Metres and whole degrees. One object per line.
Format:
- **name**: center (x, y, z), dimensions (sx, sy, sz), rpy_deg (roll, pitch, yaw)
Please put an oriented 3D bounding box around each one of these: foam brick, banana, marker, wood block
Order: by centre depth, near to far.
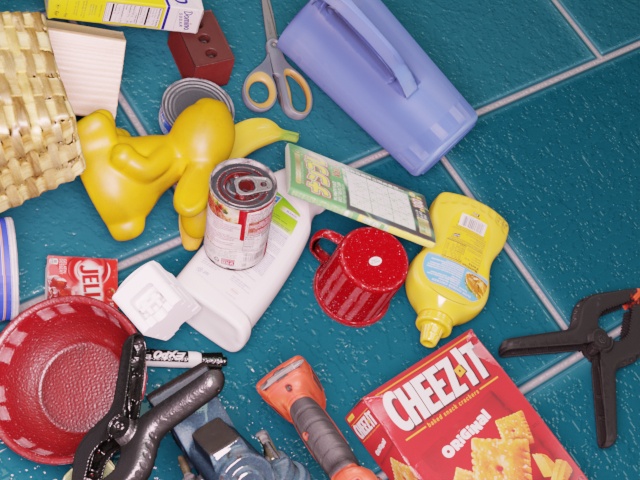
- **marker**: center (-0.156, 0.122, 1.102), dimensions (0.121, 0.020, 0.020), rpy_deg (5, 60, -16)
- **wood block**: center (-0.323, -0.195, 1.164), dimensions (0.206, 0.091, 0.090), rpy_deg (6, 16, -15)
- **banana**: center (-0.107, -0.077, 1.205), dimensions (0.069, 0.037, 0.197), rpy_deg (38, 68, 8)
- **foam brick**: center (-0.144, -0.228, 1.283), dimensions (0.052, 0.051, 0.078), rpy_deg (-17, 69, -26)

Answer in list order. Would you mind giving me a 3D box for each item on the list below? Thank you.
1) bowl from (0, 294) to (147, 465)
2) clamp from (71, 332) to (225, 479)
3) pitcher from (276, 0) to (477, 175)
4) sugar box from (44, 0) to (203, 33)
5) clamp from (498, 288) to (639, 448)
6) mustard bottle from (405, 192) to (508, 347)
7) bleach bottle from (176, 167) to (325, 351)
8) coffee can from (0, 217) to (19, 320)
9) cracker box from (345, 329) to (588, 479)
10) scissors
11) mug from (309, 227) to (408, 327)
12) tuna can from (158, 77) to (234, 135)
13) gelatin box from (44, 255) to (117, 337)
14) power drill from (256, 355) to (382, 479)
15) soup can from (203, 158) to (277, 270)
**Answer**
- **bowl**: center (-0.237, 0.136, 1.025), dimensions (0.162, 0.055, 0.162), rpy_deg (-3, 72, 8)
- **clamp**: center (-0.171, 0.161, 0.941), dimensions (0.120, 0.039, 0.171), rpy_deg (26, 73, 45)
- **pitcher**: center (0.073, -0.199, 1.281), dimensions (0.243, 0.145, 0.149), rpy_deg (47, 38, 3)
- **sugar box**: center (-0.228, -0.292, 1.228), dimensions (0.176, 0.048, 0.093), rpy_deg (-1, 55, -21)
- **clamp**: center (0.327, 0.133, 1.249), dimensions (0.209, 0.036, 0.164), rpy_deg (-33, 76, -31)
- **mustard bottle**: center (0.150, 0.040, 1.229), dimensions (0.096, 0.058, 0.191), rpy_deg (27, 57, -6)
- **bleach bottle**: center (-0.058, 0.001, 1.178), dimensions (0.102, 0.068, 0.250), rpy_deg (35, 55, 7)
- **coffee can**: center (-0.368, 0.031, 1.032), dimensions (0.140, 0.103, 0.103), rpy_deg (-3, 63, -20)
- **cracker box**: center (0.157, 0.222, 1.121), dimensions (0.164, 0.072, 0.214), rpy_deg (-28, 73, -30)
- **scissors**: center (-0.074, -0.232, 1.332), dimensions (0.096, 0.016, 0.202), rpy_deg (-15, 67, -25)
- **mug**: center (0.038, 0.030, 1.183), dimensions (0.117, 0.082, 0.093), rpy_deg (41, 57, 6)
- **tuna can**: center (-0.146, -0.146, 1.248), dimensions (0.086, 0.034, 0.086), rpy_deg (8, 60, -14)
- **gelatin box**: center (-0.247, 0.060, 1.100), dimensions (0.073, 0.030, 0.089), rpy_deg (4, 61, -17)
- **power drill**: center (0.019, 0.214, 1.046), dimensions (0.057, 0.184, 0.188), rpy_deg (-35, 57, -6)
- **soup can**: center (-0.083, -0.025, 1.085), dimensions (0.068, 0.102, 0.068), rpy_deg (5, 51, -7)
